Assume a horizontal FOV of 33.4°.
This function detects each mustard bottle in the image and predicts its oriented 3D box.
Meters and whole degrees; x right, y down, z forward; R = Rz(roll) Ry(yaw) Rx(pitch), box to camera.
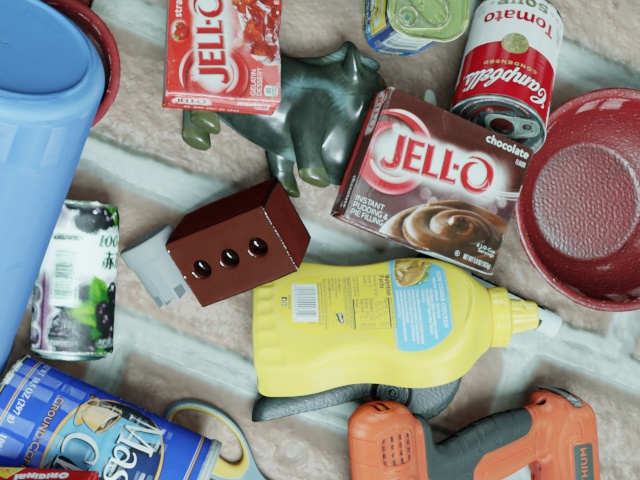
[{"bbox_3d":[0.051,0.055,0.724,0.191,0.096,0.058,-3,135,1],"label":"mustard bottle"}]

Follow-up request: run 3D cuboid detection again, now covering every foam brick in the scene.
[{"bbox_3d":[-0.055,0.001,0.716,0.078,0.051,0.053,-22,110,21],"label":"foam brick"}]

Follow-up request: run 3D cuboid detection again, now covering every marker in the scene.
[{"bbox_3d":[0.123,0.039,0.791,0.121,0.020,0.020,26,85,-11],"label":"marker"}]

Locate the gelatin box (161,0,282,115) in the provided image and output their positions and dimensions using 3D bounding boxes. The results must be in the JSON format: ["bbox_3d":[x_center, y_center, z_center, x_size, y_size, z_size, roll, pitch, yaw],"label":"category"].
[{"bbox_3d":[-0.062,-0.126,0.681,0.073,0.030,0.089,4,77,-11],"label":"gelatin box"}]

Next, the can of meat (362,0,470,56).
[{"bbox_3d":[0.065,-0.183,0.743,0.057,0.084,0.102,3,90,-12],"label":"can of meat"}]

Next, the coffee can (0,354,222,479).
[{"bbox_3d":[-0.147,0.148,0.683,0.140,0.103,0.103,25,85,-3],"label":"coffee can"}]

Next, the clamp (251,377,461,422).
[{"bbox_3d":[0.036,0.106,0.764,0.120,0.039,0.171,40,78,-14],"label":"clamp"}]

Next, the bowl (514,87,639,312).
[{"bbox_3d":[0.209,-0.029,0.789,0.162,0.055,0.162,0,91,-12],"label":"bowl"}]

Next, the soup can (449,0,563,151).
[{"bbox_3d":[0.131,-0.116,0.748,0.068,0.069,0.102,24,59,-11],"label":"soup can"}]

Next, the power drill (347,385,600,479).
[{"bbox_3d":[0.108,0.188,0.749,0.187,0.057,0.184,-11,103,-25],"label":"power drill"}]

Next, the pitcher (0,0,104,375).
[{"bbox_3d":[-0.214,-0.016,0.594,0.144,0.149,0.243,10,133,-28],"label":"pitcher"}]

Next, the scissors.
[{"bbox_3d":[-0.046,0.198,0.758,0.096,0.016,0.201,-45,98,-6],"label":"scissors"}]

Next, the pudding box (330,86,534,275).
[{"bbox_3d":[0.073,-0.038,0.701,0.113,0.039,0.090,21,86,-18],"label":"pudding box"}]
